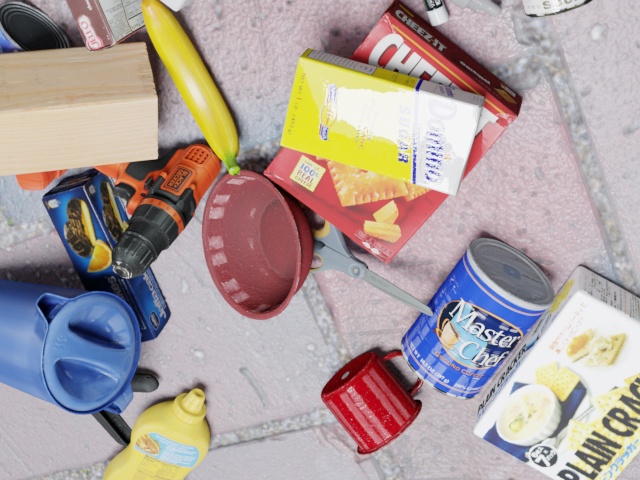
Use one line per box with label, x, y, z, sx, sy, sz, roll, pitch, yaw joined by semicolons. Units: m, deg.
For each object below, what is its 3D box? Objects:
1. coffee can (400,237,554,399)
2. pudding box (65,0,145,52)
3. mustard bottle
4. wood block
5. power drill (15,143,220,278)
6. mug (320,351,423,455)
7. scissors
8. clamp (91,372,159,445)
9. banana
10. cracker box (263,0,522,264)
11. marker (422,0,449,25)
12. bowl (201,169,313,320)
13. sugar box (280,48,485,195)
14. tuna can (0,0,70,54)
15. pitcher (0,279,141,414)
coffee can;0.163;0.082;1.119;0.103;0.102;0.140;31;119;-2
pudding box;-0.218;-0.255;1.065;0.039;0.090;0.113;-10;112;25
mustard bottle;-0.191;0.254;1.317;0.096;0.058;0.192;24;119;-16
wood block;-0.273;-0.132;1.078;0.206;0.090;0.091;-8;144;-13
power drill;-0.221;-0.056;1.122;0.188;0.184;0.057;24;141;10
mug;0.063;0.173;1.205;0.117;0.093;0.081;-39;97;-5
scissors;0.036;0.011;1.132;0.202;0.016;0.096;14;108;30
clamp;-0.282;0.174;1.316;0.171;0.039;0.120;34;117;-8
banana;-0.128;-0.162;1.102;0.037;0.070;0.198;-31;104;-8
cracker box;0.070;-0.104;1.073;0.164;0.072;0.214;37;117;-5
marker;0.094;-0.265;1.020;0.020;0.020;0.121;-17;109;21
bowl;-0.057;0.001;1.142;0.162;0.055;0.162;14;109;45
sugar box;0.058;-0.112;1.007;0.176;0.048;0.093;17;115;8
tuna can;-0.307;-0.207;1.115;0.086;0.086;0.034;43;119;-8
pitcher;-0.324;0.116;1.215;0.243;0.144;0.149;8;96;40
